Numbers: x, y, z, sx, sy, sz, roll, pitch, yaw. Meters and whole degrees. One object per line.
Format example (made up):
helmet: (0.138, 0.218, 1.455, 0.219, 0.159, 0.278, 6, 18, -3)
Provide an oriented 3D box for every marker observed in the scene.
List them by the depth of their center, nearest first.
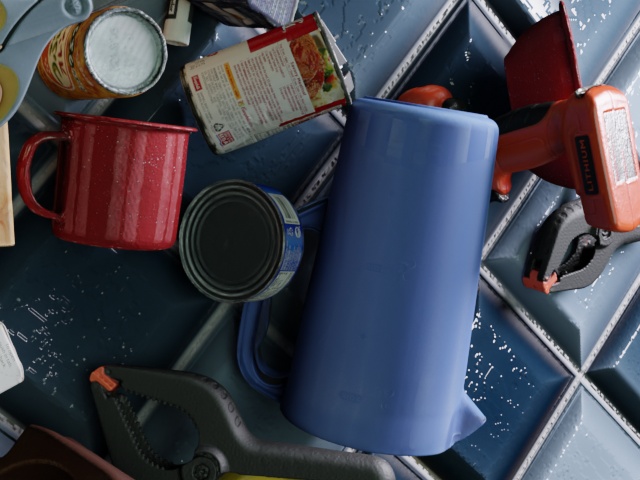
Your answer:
marker: (-0.093, -0.198, 0.750, 0.020, 0.020, 0.121, 10, 89, -31)

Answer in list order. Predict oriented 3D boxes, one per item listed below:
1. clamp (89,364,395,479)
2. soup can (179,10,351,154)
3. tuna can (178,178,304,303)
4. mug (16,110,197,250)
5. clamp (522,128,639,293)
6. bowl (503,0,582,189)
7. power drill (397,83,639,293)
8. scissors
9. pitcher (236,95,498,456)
clamp: (-0.078, 0.165, 0.720, 0.210, 0.036, 0.164, 33, 90, 8)
soup can: (-0.037, -0.107, 0.732, 0.102, 0.068, 0.068, -21, 107, 3)
tuna can: (-0.055, 0.001, 0.748, 0.033, 0.086, 0.086, 4, 92, -63)
mug: (-0.140, -0.039, 0.691, 0.117, 0.093, 0.081, 2, 97, -42)
clamp: (0.244, -0.022, 0.955, 0.171, 0.039, 0.120, -34, 109, -25)
bowl: (0.185, -0.110, 0.874, 0.055, 0.162, 0.162, -10, 102, 12)
power drill: (0.145, -0.036, 0.810, 0.057, 0.188, 0.184, -19, 100, -49)
scissors: (-0.145, -0.112, 0.606, 0.201, 0.016, 0.096, -9, 103, -21)
pitcher: (0.044, 0.021, 0.771, 0.149, 0.145, 0.243, 3, 100, -37)
